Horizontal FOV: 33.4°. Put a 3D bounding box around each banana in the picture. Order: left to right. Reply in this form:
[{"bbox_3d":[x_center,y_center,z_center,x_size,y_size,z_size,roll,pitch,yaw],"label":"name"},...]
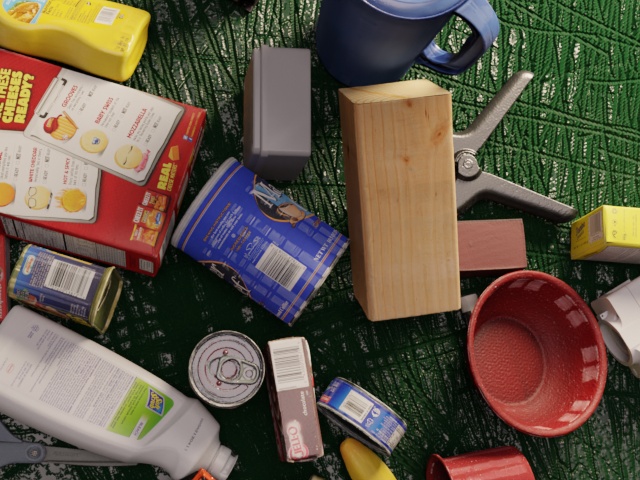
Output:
[{"bbox_3d":[0.066,0.282,1.008,0.069,0.037,0.198,7,65,-48],"label":"banana"}]

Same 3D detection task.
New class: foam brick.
[{"bbox_3d":[0.162,0.008,1.070,0.078,0.053,0.051,-2,80,-7],"label":"foam brick"}]

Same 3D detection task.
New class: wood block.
[{"bbox_3d":[0.074,-0.039,1.007,0.090,0.091,0.206,-7,108,-7],"label":"wood block"}]

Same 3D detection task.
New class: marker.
[{"bbox_3d":[0.164,0.114,1.068,0.020,0.020,0.121,-14,82,-9],"label":"marker"}]

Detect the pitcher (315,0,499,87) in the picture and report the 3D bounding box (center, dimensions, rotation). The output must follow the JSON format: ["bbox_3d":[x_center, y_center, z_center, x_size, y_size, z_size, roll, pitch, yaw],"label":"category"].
[{"bbox_3d":[0.069,-0.220,1.003,0.145,0.243,0.149,-4,80,-7],"label":"pitcher"}]

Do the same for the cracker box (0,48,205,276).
[{"bbox_3d":[-0.234,-0.073,1.021,0.213,0.072,0.164,16,67,-2],"label":"cracker box"}]

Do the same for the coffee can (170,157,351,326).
[{"bbox_3d":[-0.057,0.001,1.021,0.140,0.103,0.102,35,78,0],"label":"coffee can"}]

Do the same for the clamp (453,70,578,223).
[{"bbox_3d":[0.149,-0.085,1.093,0.210,0.036,0.164,-8,81,-7],"label":"clamp"}]

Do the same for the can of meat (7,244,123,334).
[{"bbox_3d":[-0.236,0.044,0.995,0.084,0.102,0.057,18,78,-1],"label":"can of meat"}]

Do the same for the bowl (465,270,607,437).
[{"bbox_3d":[0.198,0.113,1.040,0.161,0.055,0.162,7,73,-24],"label":"bowl"}]

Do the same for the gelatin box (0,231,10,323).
[{"bbox_3d":[-0.336,0.036,1.021,0.073,0.030,0.089,-3,80,-7],"label":"gelatin box"}]

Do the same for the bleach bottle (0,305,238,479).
[{"bbox_3d":[-0.197,0.161,0.996,0.251,0.068,0.102,29,67,-2],"label":"bleach bottle"}]

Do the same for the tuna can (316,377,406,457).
[{"bbox_3d":[0.039,0.167,1.011,0.086,0.086,0.033,36,77,1],"label":"tuna can"}]

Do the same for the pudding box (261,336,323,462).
[{"bbox_3d":[-0.028,0.151,1.004,0.039,0.090,0.113,-6,80,-9],"label":"pudding box"}]

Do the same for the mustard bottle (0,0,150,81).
[{"bbox_3d":[-0.270,-0.215,1.048,0.191,0.058,0.096,15,40,-3],"label":"mustard bottle"}]

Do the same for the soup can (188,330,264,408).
[{"bbox_3d":[-0.089,0.123,0.996,0.068,0.102,0.068,1,80,-6],"label":"soup can"}]

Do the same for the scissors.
[{"bbox_3d":[-0.280,0.182,1.009,0.201,0.016,0.096,-9,81,-8],"label":"scissors"}]

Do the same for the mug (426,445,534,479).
[{"bbox_3d":[0.155,0.252,1.014,0.081,0.093,0.117,-9,112,-13],"label":"mug"}]
